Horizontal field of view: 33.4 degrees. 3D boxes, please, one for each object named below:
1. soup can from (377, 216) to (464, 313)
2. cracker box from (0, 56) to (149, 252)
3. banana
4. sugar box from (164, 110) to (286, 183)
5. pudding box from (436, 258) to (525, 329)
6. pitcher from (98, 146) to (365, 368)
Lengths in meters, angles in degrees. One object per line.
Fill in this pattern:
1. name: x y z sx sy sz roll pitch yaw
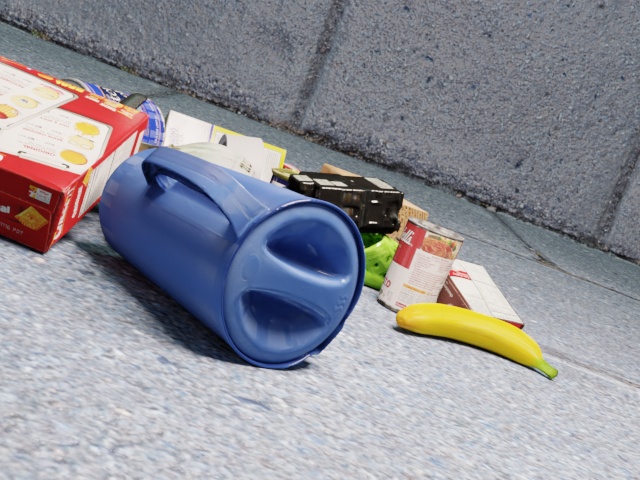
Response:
1. soup can: 0.113 0.032 1.209 0.068 0.102 0.068 20 9 -4
2. cracker box: -0.270 -0.084 0.960 0.164 0.072 0.213 22 26 1
3. banana: 0.163 0.097 1.148 0.197 0.037 0.070 18 8 -17
4. sugar box: -0.142 -0.107 1.484 0.176 0.093 0.048 18 -20 -16
5. pudding box: 0.175 0.068 1.254 0.089 0.039 0.113 16 32 -36
6. pitcher: -0.089 -0.007 0.876 0.144 0.149 0.243 -1 18 -38
